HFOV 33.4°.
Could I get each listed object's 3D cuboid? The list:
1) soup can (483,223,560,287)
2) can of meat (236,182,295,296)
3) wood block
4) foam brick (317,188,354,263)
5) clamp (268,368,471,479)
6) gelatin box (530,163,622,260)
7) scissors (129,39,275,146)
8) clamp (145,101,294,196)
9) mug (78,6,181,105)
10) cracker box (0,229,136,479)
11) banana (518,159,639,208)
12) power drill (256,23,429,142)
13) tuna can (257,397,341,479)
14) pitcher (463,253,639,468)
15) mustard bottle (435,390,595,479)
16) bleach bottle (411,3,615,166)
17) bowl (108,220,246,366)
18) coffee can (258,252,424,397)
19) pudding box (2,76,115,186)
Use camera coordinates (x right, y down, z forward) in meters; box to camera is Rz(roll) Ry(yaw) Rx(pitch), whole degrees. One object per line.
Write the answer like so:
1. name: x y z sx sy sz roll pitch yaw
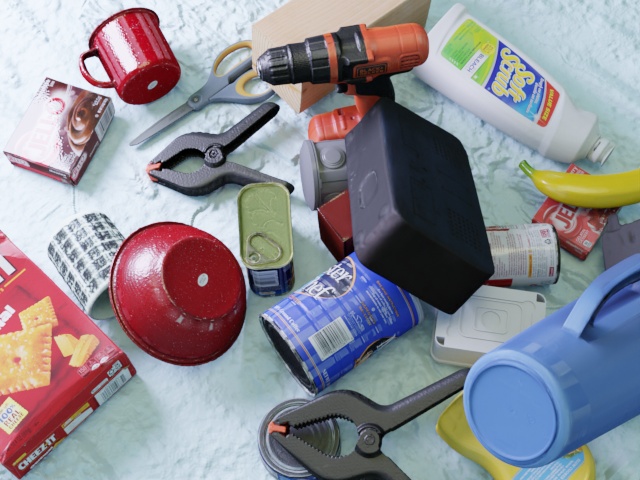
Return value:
1. soup can: 0.202 0.017 1.154 0.102 0.068 0.068 -3 64 0
2. can of meat: -0.058 0.002 1.160 0.057 0.084 0.102 -5 64 -1
3. wood block: 0.026 -0.255 1.271 0.205 0.090 0.091 -37 71 -19
4. foam brick: 0.032 -0.013 1.168 0.051 0.078 0.053 -32 67 -12
5. clamp: 0.056 0.188 1.047 0.210 0.036 0.164 12 75 11
6. gelatin box: 0.288 -0.032 1.195 0.073 0.030 0.089 34 69 16
7. scissors: -0.129 -0.162 1.279 0.096 0.016 0.201 33 70 16
8. clamp: -0.116 -0.103 1.238 0.171 0.039 0.120 -2 63 1
9. mug: -0.227 -0.212 1.264 0.117 0.093 0.081 -19 69 -27
10. cracker box: -0.327 0.115 1.120 0.214 0.072 0.164 41 71 20
11. banana: 0.322 -0.067 1.175 0.197 0.037 0.069 -1 62 -2
12. power drill: 0.023 -0.163 1.181 0.184 0.188 0.057 -8 66 -4
13. tuna can: -0.022 0.204 1.088 0.086 0.034 0.086 -1 64 1
14. pitcher: 0.244 0.115 1.000 0.242 0.145 0.149 -16 81 -47
15. mustard bottle: 0.213 0.219 1.060 0.096 0.058 0.192 -39 69 -21
16. bleach bottle: 0.234 -0.172 1.249 0.251 0.068 0.102 35 70 15
17. bowl: -0.136 0.047 1.113 0.161 0.055 0.162 14 64 -30
18. coffee can: 0.022 0.081 1.108 0.140 0.103 0.103 -33 68 -14
19. pudding box: -0.305 -0.128 1.255 0.090 0.039 0.113 19 66 11
